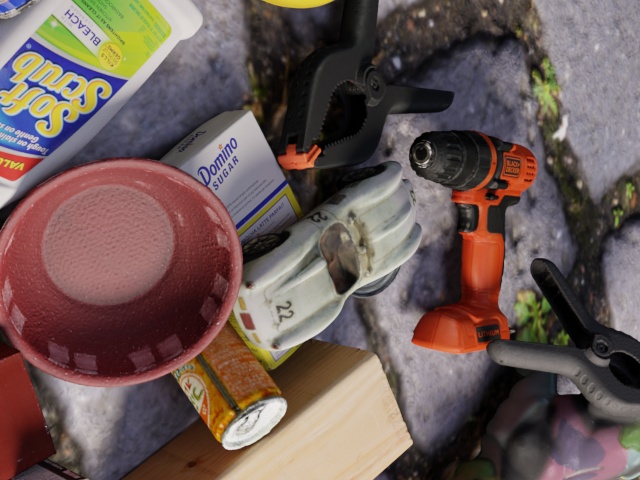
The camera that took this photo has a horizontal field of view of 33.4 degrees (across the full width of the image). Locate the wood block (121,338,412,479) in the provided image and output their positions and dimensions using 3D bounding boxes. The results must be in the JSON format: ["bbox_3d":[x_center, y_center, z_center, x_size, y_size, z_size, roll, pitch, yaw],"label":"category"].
[{"bbox_3d":[-0.042,0.169,0.797,0.205,0.091,0.090,-35,113,-30],"label":"wood block"}]

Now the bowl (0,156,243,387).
[{"bbox_3d":[-0.135,0.014,0.702,0.162,0.055,0.162,-7,115,-16],"label":"bowl"}]

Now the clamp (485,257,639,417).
[{"bbox_3d":[0.225,0.102,0.920,0.171,0.039,0.120,40,60,10],"label":"clamp"}]

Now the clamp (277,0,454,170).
[{"bbox_3d":[0.036,-0.117,0.840,0.164,0.036,0.209,53,51,-32],"label":"clamp"}]

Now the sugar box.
[{"bbox_3d":[-0.055,0.001,0.794,0.093,0.048,0.176,-43,118,-32],"label":"sugar box"}]

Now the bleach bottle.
[{"bbox_3d":[-0.185,-0.078,0.667,0.102,0.068,0.250,45,70,-34],"label":"bleach bottle"}]

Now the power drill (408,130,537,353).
[{"bbox_3d":[0.125,0.000,0.915,0.184,0.057,0.188,1,98,-53],"label":"power drill"}]

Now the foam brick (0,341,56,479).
[{"bbox_3d":[-0.212,0.108,0.675,0.051,0.053,0.078,-27,114,-34],"label":"foam brick"}]
